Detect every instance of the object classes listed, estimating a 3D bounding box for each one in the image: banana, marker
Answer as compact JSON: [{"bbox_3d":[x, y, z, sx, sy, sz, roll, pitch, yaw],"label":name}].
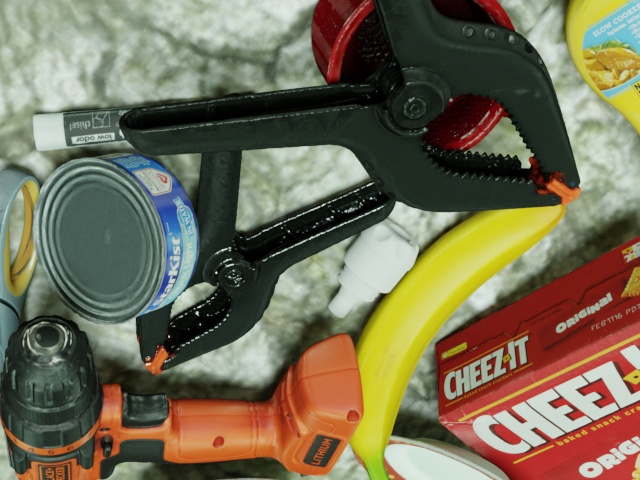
[{"bbox_3d":[0.065,0.047,0.615,0.198,0.070,0.037,-59,154,-3],"label":"banana"},{"bbox_3d":[-0.087,-0.061,0.556,0.121,0.020,0.020,-6,117,-9],"label":"marker"}]

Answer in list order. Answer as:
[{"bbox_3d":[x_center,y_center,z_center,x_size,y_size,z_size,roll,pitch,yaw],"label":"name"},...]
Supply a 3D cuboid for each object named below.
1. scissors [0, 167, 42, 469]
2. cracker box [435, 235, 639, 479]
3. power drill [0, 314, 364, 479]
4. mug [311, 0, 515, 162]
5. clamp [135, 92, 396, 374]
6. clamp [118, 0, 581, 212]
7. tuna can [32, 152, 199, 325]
[{"bbox_3d":[-0.178,0.061,0.565,0.016,0.096,0.202,17,113,14],"label":"scissors"},{"bbox_3d":[0.198,0.110,0.648,0.164,0.072,0.213,-33,121,29],"label":"cracker box"},{"bbox_3d":[-0.076,0.088,0.576,0.187,0.057,0.185,0,151,-13],"label":"power drill"},{"bbox_3d":[0.052,-0.091,0.535,0.117,0.081,0.093,16,112,-19],"label":"mug"},{"bbox_3d":[-0.054,0.001,0.578,0.171,0.039,0.120,-44,120,13],"label":"clamp"},{"bbox_3d":[0.028,-0.062,0.475,0.209,0.036,0.165,33,114,-29],"label":"clamp"},{"bbox_3d":[-0.105,-0.002,0.547,0.086,0.033,0.086,7,104,29],"label":"tuna can"}]
